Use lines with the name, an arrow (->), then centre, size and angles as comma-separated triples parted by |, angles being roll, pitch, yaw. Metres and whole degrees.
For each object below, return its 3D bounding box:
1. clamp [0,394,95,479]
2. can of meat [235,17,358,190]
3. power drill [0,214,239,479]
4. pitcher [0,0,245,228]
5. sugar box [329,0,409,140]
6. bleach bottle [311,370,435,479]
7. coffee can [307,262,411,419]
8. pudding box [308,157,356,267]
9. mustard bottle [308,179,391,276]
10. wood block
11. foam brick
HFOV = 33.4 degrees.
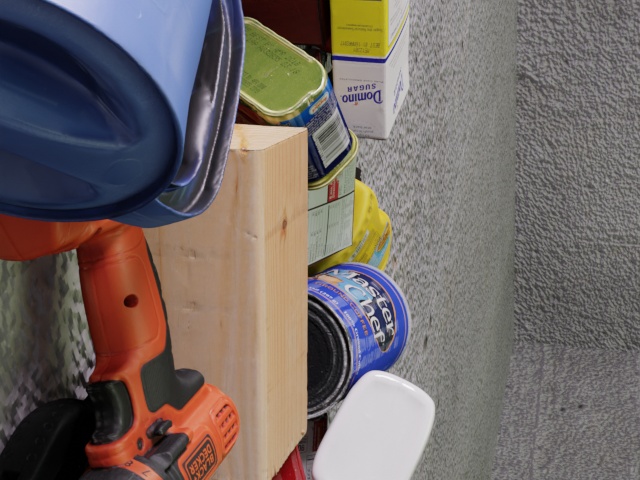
clamp -> -0.120, 0.125, 0.566 | 0.171, 0.039, 0.120 | -38, 120, -63
can of meat -> -0.030, -0.094, 0.726 | 0.057, 0.102, 0.084 | -45, 149, -13
power drill -> -0.105, 0.059, 0.499 | 0.184, 0.057, 0.187 | -48, 127, -67
pitcher -> -0.090, -0.132, 0.436 | 0.149, 0.145, 0.242 | 108, -7, -57
sugar box -> 0.035, -0.169, 0.750 | 0.093, 0.048, 0.176 | -65, 160, -53
bleach bottle -> 0.040, 0.171, 0.863 | 0.102, 0.068, 0.251 | -61, 172, -13
coffee can -> 0.004, 0.077, 0.860 | 0.140, 0.103, 0.103 | -17, 110, -66
pudding box -> -0.015, -0.026, 0.855 | 0.113, 0.039, 0.090 | -23, 122, -50
mustard bottle -> 0.028, 0.006, 1.026 | 0.096, 0.058, 0.191 | -58, 162, -4
wood block -> -0.062, 0.036, 0.665 | 0.090, 0.090, 0.206 | -39, 132, -68
foam brick -> -0.030, -0.171, 0.745 | 0.053, 0.078, 0.051 | -68, 159, -46
